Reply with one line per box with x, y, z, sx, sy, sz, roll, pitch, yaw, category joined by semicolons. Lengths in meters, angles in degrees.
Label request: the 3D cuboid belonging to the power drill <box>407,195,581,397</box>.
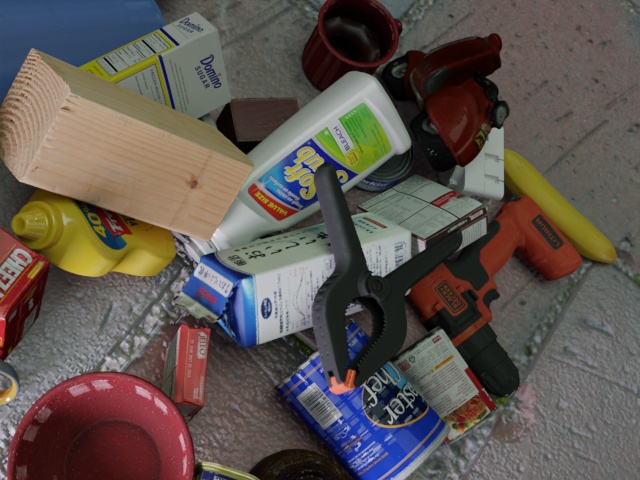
0.192;0.051;1.140;0.187;0.057;0.184;-35;84;-28;power drill

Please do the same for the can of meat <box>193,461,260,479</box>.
-0.099;0.247;0.934;0.057;0.102;0.084;21;66;-12;can of meat

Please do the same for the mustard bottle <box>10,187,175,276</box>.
-0.210;-0.011;0.958;0.096;0.058;0.191;54;18;14;mustard bottle

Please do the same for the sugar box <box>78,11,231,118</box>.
-0.174;-0.138;1.011;0.176;0.093;0.048;-32;52;-21;sugar box

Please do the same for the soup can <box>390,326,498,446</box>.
0.122;0.146;1.072;0.068;0.069;0.102;-30;81;-27;soup can

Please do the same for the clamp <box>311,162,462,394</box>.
0.054;0.045;0.990;0.164;0.036;0.210;19;65;-20;clamp

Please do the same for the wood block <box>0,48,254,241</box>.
-0.174;-0.079;0.947;0.205;0.091;0.090;20;16;-45;wood block

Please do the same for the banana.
0.262;-0.040;1.203;0.198;0.037;0.069;46;33;1;banana

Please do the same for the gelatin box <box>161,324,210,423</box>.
-0.125;0.125;0.979;0.030;0.089;0.073;9;66;-16;gelatin box

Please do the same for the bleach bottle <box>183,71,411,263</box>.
-0.029;-0.059;1.069;0.250;0.068;0.102;-41;121;-16;bleach bottle

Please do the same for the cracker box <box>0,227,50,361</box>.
-0.339;0.003;0.910;0.213;0.164;0.072;35;64;-3;cracker box

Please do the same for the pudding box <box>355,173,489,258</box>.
0.106;-0.022;1.117;0.089;0.114;0.039;-30;125;-26;pudding box

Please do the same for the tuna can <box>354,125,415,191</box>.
0.059;-0.097;1.167;0.086;0.034;0.086;7;67;-17;tuna can

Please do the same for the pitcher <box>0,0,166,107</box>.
-0.277;-0.185;1.033;0.242;0.145;0.149;-13;115;-28;pitcher

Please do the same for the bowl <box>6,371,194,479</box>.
-0.187;0.198;0.932;0.162;0.055;0.162;0;75;1;bowl

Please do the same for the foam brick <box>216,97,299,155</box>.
-0.063;-0.115;1.120;0.078;0.053;0.051;-4;71;-21;foam brick

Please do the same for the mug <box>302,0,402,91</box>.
0.038;-0.216;1.180;0.117;0.082;0.093;-25;79;-26;mug

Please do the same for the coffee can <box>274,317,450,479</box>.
0.039;0.160;1.017;0.102;0.103;0.140;-40;86;-28;coffee can
